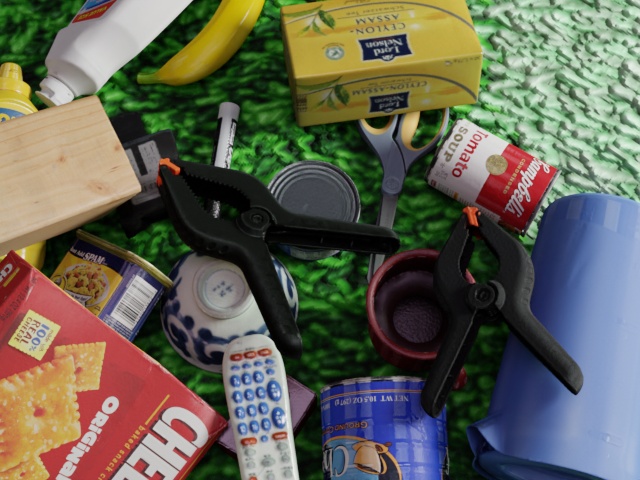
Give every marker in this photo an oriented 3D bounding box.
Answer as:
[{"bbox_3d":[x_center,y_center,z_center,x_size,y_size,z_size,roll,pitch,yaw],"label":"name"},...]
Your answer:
[{"bbox_3d":[-0.092,-0.068,0.972,0.020,0.020,0.121,7,72,2],"label":"marker"}]

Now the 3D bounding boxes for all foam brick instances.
[{"bbox_3d":[-0.044,0.151,0.882,0.053,0.051,0.078,30,74,9],"label":"foam brick"}]

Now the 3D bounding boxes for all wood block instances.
[{"bbox_3d":[-0.262,-0.036,0.844,0.205,0.091,0.090,-25,89,-37],"label":"wood block"}]

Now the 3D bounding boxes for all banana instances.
[{"bbox_3d":[-0.094,-0.216,1.012,0.070,0.037,0.197,32,74,9],"label":"banana"}]

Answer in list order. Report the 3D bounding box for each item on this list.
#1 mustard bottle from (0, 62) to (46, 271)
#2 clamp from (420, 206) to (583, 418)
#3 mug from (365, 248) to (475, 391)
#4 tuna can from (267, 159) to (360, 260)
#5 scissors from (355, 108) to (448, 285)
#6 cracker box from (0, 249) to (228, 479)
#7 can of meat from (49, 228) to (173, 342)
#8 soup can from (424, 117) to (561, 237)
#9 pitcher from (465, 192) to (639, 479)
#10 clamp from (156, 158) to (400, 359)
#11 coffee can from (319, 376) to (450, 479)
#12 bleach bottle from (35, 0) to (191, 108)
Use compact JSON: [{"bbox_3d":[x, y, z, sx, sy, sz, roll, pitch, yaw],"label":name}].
[{"bbox_3d":[-0.283,-0.068,0.938,0.096,0.058,0.191,17,65,-37],"label":"mustard bottle"},{"bbox_3d":[0.139,0.053,0.822,0.120,0.039,0.171,-1,66,12],"label":"clamp"},{"bbox_3d":[0.088,0.073,0.894,0.093,0.081,0.117,-29,74,-10],"label":"mug"},{"bbox_3d":[-0.008,-0.026,0.951,0.086,0.034,0.086,0,72,0],"label":"tuna can"},{"bbox_3d":[0.051,-0.063,0.973,0.096,0.016,0.201,26,73,10],"label":"scissors"},{"bbox_3d":[-0.199,0.137,0.807,0.213,0.072,0.164,44,79,-30],"label":"cracker box"},{"bbox_3d":[-0.187,0.048,0.898,0.102,0.057,0.084,20,72,40],"label":"can of meat"},{"bbox_3d":[0.152,-0.057,0.945,0.102,0.068,0.068,30,74,10],"label":"soup can"},{"bbox_3d":[0.222,0.092,0.872,0.145,0.149,0.242,5,66,29],"label":"pitcher"},{"bbox_3d":[-0.056,0.001,0.879,0.210,0.036,0.164,28,46,9],"label":"clamp"},{"bbox_3d":[0.052,0.186,0.845,0.103,0.103,0.140,-1,71,-1],"label":"coffee can"},{"bbox_3d":[-0.169,-0.220,0.986,0.103,0.068,0.250,20,69,47],"label":"bleach bottle"}]
